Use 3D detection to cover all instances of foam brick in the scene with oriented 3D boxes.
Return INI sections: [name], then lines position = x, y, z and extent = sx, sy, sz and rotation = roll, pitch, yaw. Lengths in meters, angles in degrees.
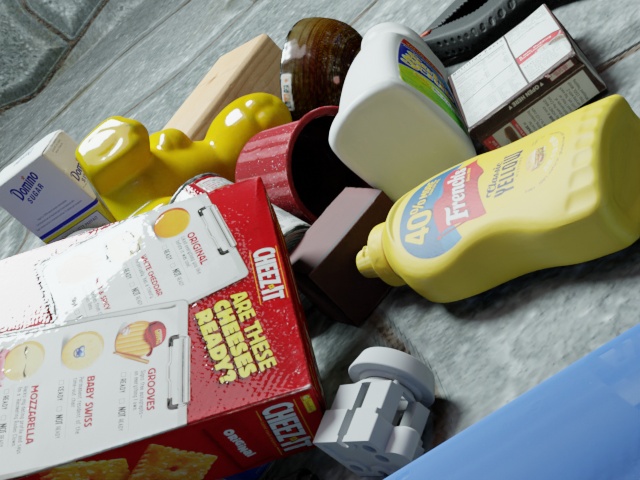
[foam brick]
position = 0.021, 0.010, 0.712
extent = 0.078, 0.053, 0.051
rotation = -49, 23, -15

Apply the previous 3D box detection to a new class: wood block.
[wood block]
position = -0.100, -0.096, 1.055
extent = 0.091, 0.090, 0.206
rotation = -15, 36, 51

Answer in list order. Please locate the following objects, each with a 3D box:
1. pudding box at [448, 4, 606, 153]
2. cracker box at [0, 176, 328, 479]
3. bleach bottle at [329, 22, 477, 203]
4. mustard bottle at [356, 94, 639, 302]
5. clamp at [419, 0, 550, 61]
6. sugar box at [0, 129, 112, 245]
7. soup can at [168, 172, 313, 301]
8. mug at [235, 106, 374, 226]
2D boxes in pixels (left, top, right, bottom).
[pudding box]
position = 0.140, -0.110, 0.745
extent = 0.090, 0.039, 0.113
rotation = -37, 21, 18
[cracker box]
position = -0.114, 0.070, 0.636
extent = 0.213, 0.072, 0.164
rotation = -18, 50, 3
[bleach bottle]
position = 0.057, -0.114, 0.803
extent = 0.068, 0.102, 0.251
rotation = -44, 20, 21
[mustard bottle]
position = 0.095, -0.012, 0.618
extent = 0.192, 0.058, 0.096
rotation = -23, 35, 41
[clamp]
position = 0.170, -0.217, 0.885
extent = 0.210, 0.036, 0.164
rotation = -28, 27, 34
[sugar box]
position = -0.204, -0.015, 0.969
extent = 0.094, 0.176, 0.048
rotation = -26, 28, 36
[soup can]
position = -0.055, 0.001, 0.764
extent = 0.102, 0.068, 0.068
rotation = 29, 71, 35
[mug]
position = -0.012, -0.038, 0.813
extent = 0.082, 0.093, 0.117
rotation = -6, 78, 53
